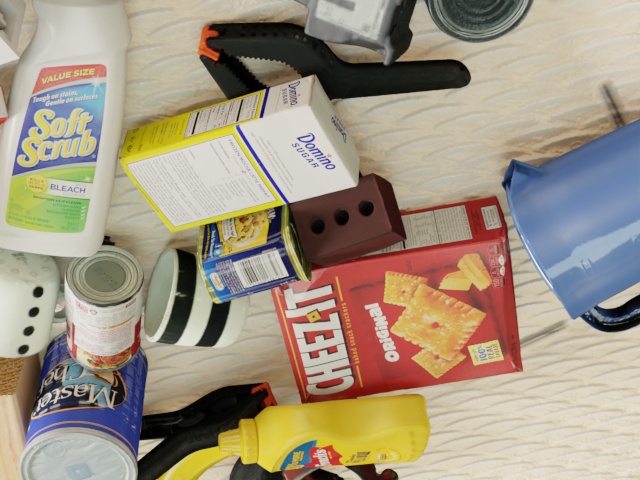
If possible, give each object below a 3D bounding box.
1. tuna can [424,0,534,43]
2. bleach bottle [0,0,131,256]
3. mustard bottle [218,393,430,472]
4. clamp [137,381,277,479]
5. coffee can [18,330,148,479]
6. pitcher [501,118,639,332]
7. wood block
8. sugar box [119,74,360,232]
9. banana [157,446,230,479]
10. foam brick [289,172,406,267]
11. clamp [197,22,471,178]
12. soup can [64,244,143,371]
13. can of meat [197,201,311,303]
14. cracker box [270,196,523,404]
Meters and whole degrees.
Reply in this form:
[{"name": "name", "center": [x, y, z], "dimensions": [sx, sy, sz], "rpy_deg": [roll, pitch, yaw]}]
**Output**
[{"name": "tuna can", "center": [0.121, -0.196, 0.817], "dimensions": [0.086, 0.034, 0.086], "rpy_deg": [-2, 126, -2]}, {"name": "bleach bottle", "center": [-0.207, -0.107, 0.845], "dimensions": [0.102, 0.068, 0.251], "rpy_deg": [8, 123, -9]}, {"name": "mustard bottle", "center": [0.001, 0.182, 0.998], "dimensions": [0.191, 0.058, 0.096], "rpy_deg": [-2, 152, -11]}, {"name": "clamp", "center": [-0.126, 0.188, 1.036], "dimensions": [0.171, 0.120, 0.039], "rpy_deg": [-22, 119, 7]}, {"name": "coffee can", "center": [-0.217, 0.163, 0.993], "dimensions": [0.103, 0.140, 0.103], "rpy_deg": [-2, 126, -3]}, {"name": "pitcher", "center": [0.288, -0.035, 0.890], "dimensions": [0.243, 0.145, 0.149], "rpy_deg": [-28, 155, 12]}, {"name": "wood block", "center": [-0.316, 0.194, 1.040], "dimensions": [0.090, 0.091, 0.206], "rpy_deg": [-1, 127, -2]}, {"name": "sugar box", "center": [-0.065, -0.068, 0.867], "dimensions": [0.176, 0.048, 0.093], "rpy_deg": [-14, 134, 20]}, {"name": "banana", "center": [-0.112, 0.228, 1.100], "dimensions": [0.198, 0.037, 0.069], "rpy_deg": [-44, 81, 19]}, {"name": "foam brick", "center": [0.025, -0.016, 0.885], "dimensions": [0.078, 0.053, 0.051], "rpy_deg": [-21, 166, 15]}, {"name": "clamp", "center": [0.004, -0.123, 0.857], "dimensions": [0.209, 0.036, 0.165], "rpy_deg": [29, 126, -22]}, {"name": "soup can", "center": [-0.193, 0.061, 0.951], "dimensions": [0.068, 0.068, 0.102], "rpy_deg": [5, 139, -8]}, {"name": "can of meat", "center": [-0.056, 0.001, 0.909], "dimensions": [0.084, 0.102, 0.057], "rpy_deg": [-16, 125, 10]}, {"name": "cracker box", "center": [0.070, 0.060, 0.978], "dimensions": [0.214, 0.072, 0.164], "rpy_deg": [-10, 126, 5]}]
